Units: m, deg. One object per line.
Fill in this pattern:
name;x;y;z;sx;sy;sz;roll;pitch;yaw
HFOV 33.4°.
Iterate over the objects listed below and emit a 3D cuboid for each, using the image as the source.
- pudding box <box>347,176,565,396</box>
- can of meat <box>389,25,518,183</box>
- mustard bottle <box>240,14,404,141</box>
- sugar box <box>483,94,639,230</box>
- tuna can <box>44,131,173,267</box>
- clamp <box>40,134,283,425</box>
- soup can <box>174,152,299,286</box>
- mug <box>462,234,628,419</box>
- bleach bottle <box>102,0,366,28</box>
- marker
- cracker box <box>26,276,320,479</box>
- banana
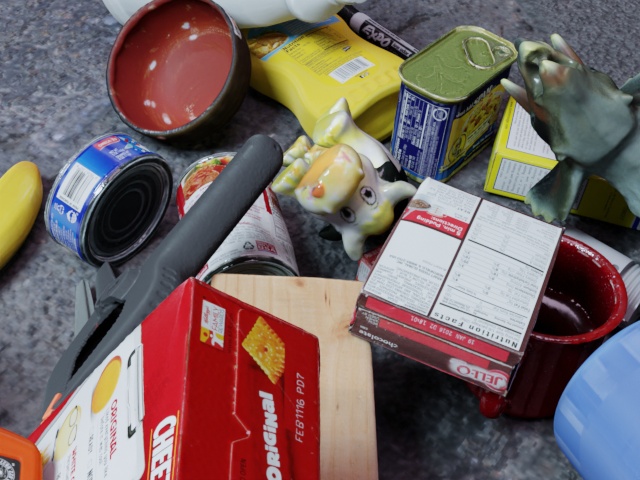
pudding box;0.077;0.021;0.582;0.090;0.039;0.113;22;45;10
can of meat;0.098;-0.102;0.807;0.057;0.084;0.101;32;49;24
mustard bottle;-0.014;-0.147;0.860;0.096;0.058;0.192;-33;55;-23
sugar box;0.219;-0.056;0.804;0.176;0.048;0.093;17;45;5
tuna can;-0.136;-0.026;0.696;0.034;0.086;0.086;32;48;22
clamp;-0.092;0.029;0.578;0.036;0.165;0.210;42;26;-16
soup can;-0.055;0.001;0.691;0.068;0.068;0.102;-5;45;-13
mug;0.124;0.060;0.640;0.093;0.081;0.117;22;45;15
bleach bottle;-0.064;-0.203;0.833;0.251;0.068;0.102;18;63;43
marker;0.052;-0.177;0.929;0.020;0.020;0.121;-27;53;-31
cracker box;-0.084;0.142;0.423;0.072;0.214;0.164;26;42;-27
banana;-0.237;0.008;0.682;0.070;0.037;0.197;29;48;21
